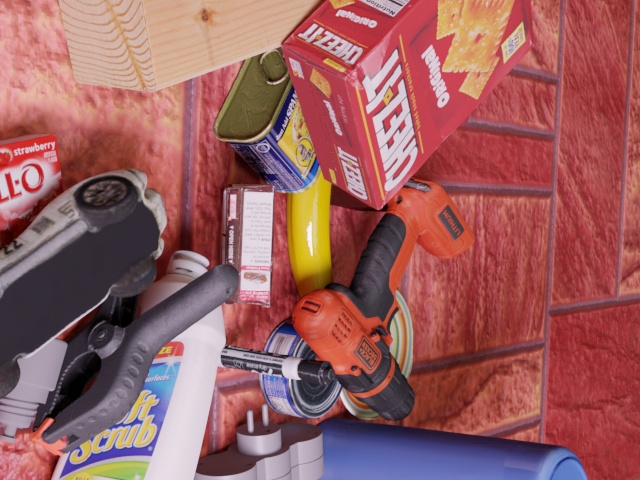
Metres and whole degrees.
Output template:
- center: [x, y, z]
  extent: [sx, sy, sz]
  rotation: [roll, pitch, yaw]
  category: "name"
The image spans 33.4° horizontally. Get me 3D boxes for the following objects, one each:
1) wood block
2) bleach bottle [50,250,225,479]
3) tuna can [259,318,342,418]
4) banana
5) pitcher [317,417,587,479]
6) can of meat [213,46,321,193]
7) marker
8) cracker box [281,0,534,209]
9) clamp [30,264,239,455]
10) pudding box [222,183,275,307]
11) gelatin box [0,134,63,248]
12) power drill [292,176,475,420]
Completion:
- center: [-0.076, -0.180, 0.765]
  extent: [0.205, 0.090, 0.091]
  rotation: [-29, 121, -42]
  category: "wood block"
- center: [-0.130, 0.125, 0.753]
  extent: [0.068, 0.103, 0.250]
  rotation: [54, 43, -56]
  category: "bleach bottle"
- center: [-0.014, 0.113, 0.940]
  extent: [0.085, 0.034, 0.086]
  rotation: [-7, 99, -52]
  category: "tuna can"
- center: [-0.002, -0.024, 0.938]
  extent: [0.069, 0.037, 0.198]
  rotation: [5, 90, -52]
  category: "banana"
- center: [0.098, 0.231, 0.925]
  extent: [0.144, 0.243, 0.149]
  rotation: [43, 54, -42]
  category: "pitcher"
- center: [-0.030, -0.101, 0.879]
  extent: [0.083, 0.058, 0.102]
  rotation: [47, 58, -47]
  category: "can of meat"
- center: [-0.039, 0.096, 0.833]
  extent: [0.020, 0.121, 0.020]
  rotation: [-7, 99, -52]
  category: "marker"
- center: [0.079, -0.153, 0.840]
  extent: [0.213, 0.072, 0.164]
  rotation: [-47, 148, -18]
  category: "cracker box"
- center: [-0.129, 0.069, 0.722]
  extent: [0.039, 0.120, 0.171]
  rotation: [42, 65, -40]
  category: "clamp"
- center: [-0.055, 0.001, 0.823]
  extent: [0.113, 0.039, 0.090]
  rotation: [-129, -140, -86]
  category: "pudding box"
- center: [-0.205, -0.025, 0.679]
  extent: [0.089, 0.030, 0.073]
  rotation: [-21, 110, -50]
  category: "gelatin box"
- center: [0.067, 0.051, 0.948]
  extent: [0.187, 0.057, 0.184]
  rotation: [-60, 139, -20]
  category: "power drill"
